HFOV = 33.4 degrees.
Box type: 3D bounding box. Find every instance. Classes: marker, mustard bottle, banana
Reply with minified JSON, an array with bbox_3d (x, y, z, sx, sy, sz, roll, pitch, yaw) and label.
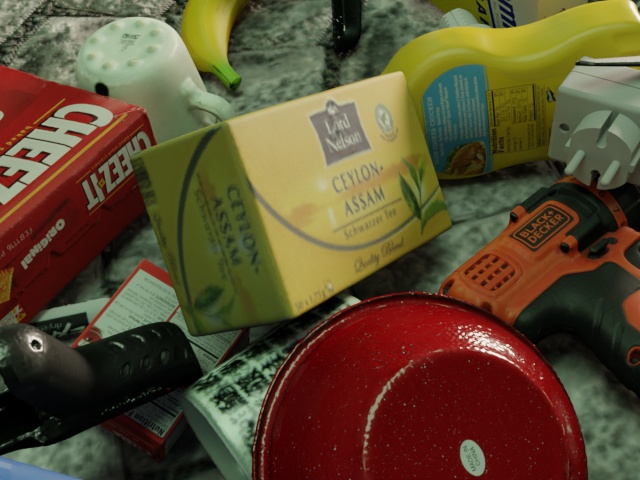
[{"bbox_3d":[-0.153,0.047,0.626,0.121,0.020,0.020,-11,48,2],"label":"marker"},{"bbox_3d":[0.095,-0.083,0.639,0.191,0.096,0.058,-9,43,4],"label":"mustard bottle"},{"bbox_3d":[-0.056,-0.187,0.807,0.069,0.037,0.197,25,57,1],"label":"banana"}]

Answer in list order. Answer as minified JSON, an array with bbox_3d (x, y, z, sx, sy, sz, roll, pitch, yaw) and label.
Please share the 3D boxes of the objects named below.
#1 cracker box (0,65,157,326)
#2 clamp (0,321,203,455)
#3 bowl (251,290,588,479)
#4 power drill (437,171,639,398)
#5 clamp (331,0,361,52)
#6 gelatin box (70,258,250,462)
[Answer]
[{"bbox_3d":[-0.230,-0.039,0.671,0.214,0.072,0.164,18,50,30],"label":"cracker box"},{"bbox_3d":[-0.127,0.074,0.468,0.165,0.209,0.036,-30,80,19],"label":"clamp"},{"bbox_3d":[0.054,0.096,0.464,0.162,0.055,0.162,4,74,-13],"label":"bowl"},{"bbox_3d":[0.182,0.028,0.551,0.184,0.057,0.188,-37,50,-24],"label":"power drill"},{"bbox_3d":[-0.001,-0.221,0.801,0.120,0.039,0.171,31,51,-6],"label":"clamp"},{"bbox_3d":[-0.092,0.064,0.580,0.073,0.030,0.089,29,59,11],"label":"gelatin box"}]
